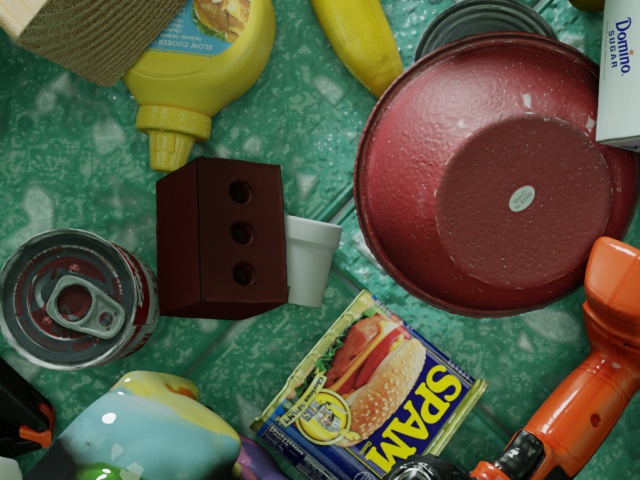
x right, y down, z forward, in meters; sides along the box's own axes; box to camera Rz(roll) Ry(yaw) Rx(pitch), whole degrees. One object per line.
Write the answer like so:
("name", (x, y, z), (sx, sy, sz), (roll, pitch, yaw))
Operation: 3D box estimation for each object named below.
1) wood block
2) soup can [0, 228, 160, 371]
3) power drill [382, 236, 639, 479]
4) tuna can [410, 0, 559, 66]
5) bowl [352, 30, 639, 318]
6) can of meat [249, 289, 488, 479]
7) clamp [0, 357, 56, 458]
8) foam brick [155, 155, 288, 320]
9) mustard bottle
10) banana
("wood block", (-0.163, -0.185, 0.546), (0.090, 0.090, 0.206), (-47, 73, 8))
("soup can", (-0.122, 0.032, 0.556), (0.068, 0.102, 0.068), (0, 86, -1))
("power drill", (0.109, 0.092, 0.528), (0.057, 0.184, 0.187), (35, 80, 31))
("tuna can", (0.093, -0.091, 0.602), (0.086, 0.034, 0.086), (0, 86, -1))
("bowl", (0.100, -0.026, 0.560), (0.162, 0.055, 0.162), (-1, 106, -4))
("can of meat", (0.025, 0.088, 0.565), (0.084, 0.057, 0.102), (40, 61, 5))
("clamp", (-0.226, 0.074, 0.562), (0.171, 0.039, 0.120), (5, 120, -13))
("foam brick", (-0.054, 0.001, 0.571), (0.052, 0.051, 0.078), (4, 77, -34))
("mustard bottle", (-0.071, -0.132, 0.589), (0.096, 0.058, 0.191), (7, 86, 14))
("banana", (0.020, -0.178, 0.606), (0.069, 0.037, 0.198), (4, 86, 0))
